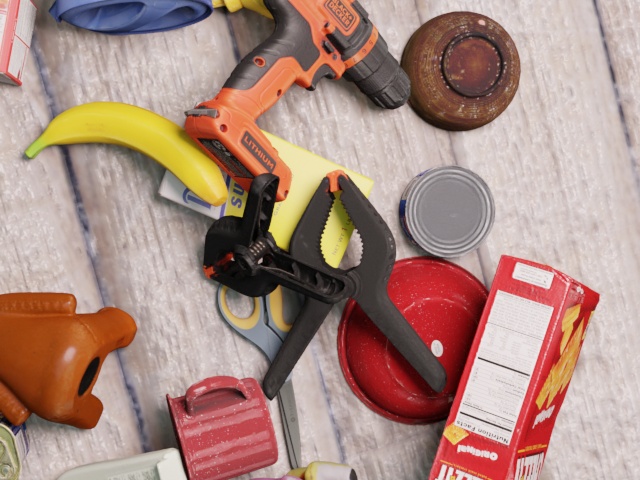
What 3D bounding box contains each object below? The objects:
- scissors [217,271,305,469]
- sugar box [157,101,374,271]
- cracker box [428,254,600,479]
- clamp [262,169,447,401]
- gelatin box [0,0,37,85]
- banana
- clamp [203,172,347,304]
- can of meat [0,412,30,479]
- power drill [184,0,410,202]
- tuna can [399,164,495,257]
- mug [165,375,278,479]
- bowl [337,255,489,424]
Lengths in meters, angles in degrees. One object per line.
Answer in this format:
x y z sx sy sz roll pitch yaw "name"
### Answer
-0.054 0.112 0.989 0.096 0.016 0.202 6 91 -6 "scissors"
-0.050 -0.048 0.969 0.176 0.048 0.093 23 89 -9 "sugar box"
0.175 0.130 0.942 0.072 0.164 0.214 17 89 23 "cracker box"
0.032 0.043 0.938 0.164 0.036 0.210 3 97 8 "clamp"
-0.270 -0.175 0.914 0.030 0.089 0.073 11 90 -7 "gelatin box"
-0.162 -0.083 0.933 0.198 0.037 0.069 14 89 19 "banana"
-0.056 0.001 0.904 0.039 0.172 0.120 -33 108 -36 "clamp"
-0.306 0.186 0.924 0.102 0.084 0.057 -13 93 -7 "can of meat"
-0.016 -0.127 0.916 0.184 0.057 0.187 43 69 -30 "power drill"
0.118 -0.027 0.998 0.086 0.034 0.086 0 92 -8 "tuna can"
-0.087 0.161 0.943 0.081 0.093 0.117 -15 130 -12 "mug"
0.099 0.096 0.989 0.162 0.055 0.162 0 92 -8 "bowl"
